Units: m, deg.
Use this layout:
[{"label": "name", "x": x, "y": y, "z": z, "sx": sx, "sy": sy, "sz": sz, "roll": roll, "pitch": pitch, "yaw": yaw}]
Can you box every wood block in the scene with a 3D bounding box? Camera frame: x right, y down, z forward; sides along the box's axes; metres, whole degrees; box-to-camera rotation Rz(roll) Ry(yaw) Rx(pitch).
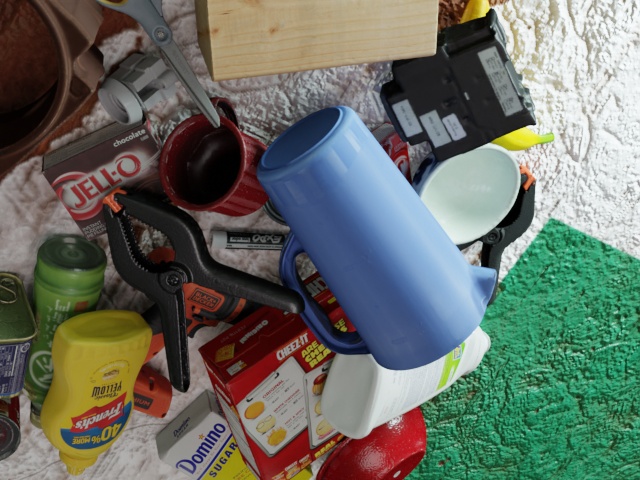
[{"label": "wood block", "x": -0.006, "y": -0.211, "z": 0.961, "sx": 0.206, "sy": 0.091, "sz": 0.090, "roll": -9, "pitch": 125, "yaw": -11}]

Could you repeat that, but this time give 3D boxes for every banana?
[{"label": "banana", "x": 0.174, "y": -0.155, "z": 1.088, "sx": 0.069, "sy": 0.037, "sz": 0.197, "roll": -43, "pitch": 128, "yaw": -9}]

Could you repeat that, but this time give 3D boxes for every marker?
[{"label": "marker", "x": -0.057, "y": 0.001, "z": 1.134, "sx": 0.121, "sy": 0.020, "sz": 0.020, "roll": 2, "pitch": 122, "yaw": -18}]

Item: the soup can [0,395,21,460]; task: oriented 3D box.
[{"label": "soup can", "x": -0.348, "y": 0.173, "z": 1.113, "sx": 0.068, "sy": 0.102, "sz": 0.068, "roll": -8, "pitch": 125, "yaw": -11}]

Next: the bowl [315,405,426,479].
[{"label": "bowl", "x": 0.073, "y": 0.260, "z": 1.277, "sx": 0.162, "sy": 0.055, "sz": 0.162, "roll": -33, "pitch": 155, "yaw": -18}]

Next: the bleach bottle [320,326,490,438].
[{"label": "bleach bottle", "x": 0.110, "y": 0.142, "z": 1.192, "sx": 0.250, "sy": 0.068, "sz": 0.103, "roll": -8, "pitch": 121, "yaw": -49}]

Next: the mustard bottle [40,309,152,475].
[{"label": "mustard bottle", "x": -0.235, "y": 0.163, "z": 1.088, "sx": 0.096, "sy": 0.058, "sz": 0.192, "roll": -9, "pitch": 128, "yaw": -41}]

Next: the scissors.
[{"label": "scissors", "x": -0.133, "y": -0.202, "z": 0.943, "sx": 0.201, "sy": 0.016, "sz": 0.096, "roll": 43, "pitch": 95, "yaw": -15}]

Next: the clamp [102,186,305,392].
[{"label": "clamp", "x": -0.141, "y": 0.041, "z": 1.030, "sx": 0.210, "sy": 0.036, "sz": 0.165, "roll": 45, "pitch": 109, "yaw": -8}]

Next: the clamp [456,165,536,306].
[{"label": "clamp", "x": 0.189, "y": -0.002, "z": 1.190, "sx": 0.120, "sy": 0.039, "sz": 0.172, "roll": 32, "pitch": 110, "yaw": -32}]

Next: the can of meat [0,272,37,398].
[{"label": "can of meat", "x": -0.325, "y": 0.096, "z": 1.068, "sx": 0.057, "sy": 0.102, "sz": 0.084, "roll": -2, "pitch": 128, "yaw": -30}]

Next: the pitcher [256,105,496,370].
[{"label": "pitcher", "x": 0.038, "y": 0.001, "z": 1.013, "sx": 0.149, "sy": 0.145, "sz": 0.242, "roll": -45, "pitch": 114, "yaw": -19}]

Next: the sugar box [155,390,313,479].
[{"label": "sugar box", "x": -0.102, "y": 0.259, "z": 1.278, "sx": 0.093, "sy": 0.048, "sz": 0.176, "roll": -44, "pitch": 125, "yaw": 14}]

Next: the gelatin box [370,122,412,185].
[{"label": "gelatin box", "x": 0.054, "y": -0.069, "z": 1.089, "sx": 0.089, "sy": 0.030, "sz": 0.073, "roll": -34, "pitch": 131, "yaw": -31}]

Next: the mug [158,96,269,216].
[{"label": "mug", "x": -0.095, "y": -0.079, "z": 1.024, "sx": 0.093, "sy": 0.117, "sz": 0.081, "roll": -8, "pitch": 169, "yaw": 23}]

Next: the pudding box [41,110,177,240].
[{"label": "pudding box", "x": -0.200, "y": -0.063, "z": 1.037, "sx": 0.113, "sy": 0.039, "sz": 0.090, "roll": -26, "pitch": 126, "yaw": 2}]

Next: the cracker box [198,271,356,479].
[{"label": "cracker box", "x": -0.029, "y": 0.156, "z": 1.169, "sx": 0.164, "sy": 0.072, "sz": 0.213, "roll": -33, "pitch": 138, "yaw": -18}]

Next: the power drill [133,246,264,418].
[{"label": "power drill", "x": -0.149, "y": 0.105, "z": 1.156, "sx": 0.184, "sy": 0.057, "sz": 0.188, "roll": 28, "pitch": 110, "yaw": -33}]
